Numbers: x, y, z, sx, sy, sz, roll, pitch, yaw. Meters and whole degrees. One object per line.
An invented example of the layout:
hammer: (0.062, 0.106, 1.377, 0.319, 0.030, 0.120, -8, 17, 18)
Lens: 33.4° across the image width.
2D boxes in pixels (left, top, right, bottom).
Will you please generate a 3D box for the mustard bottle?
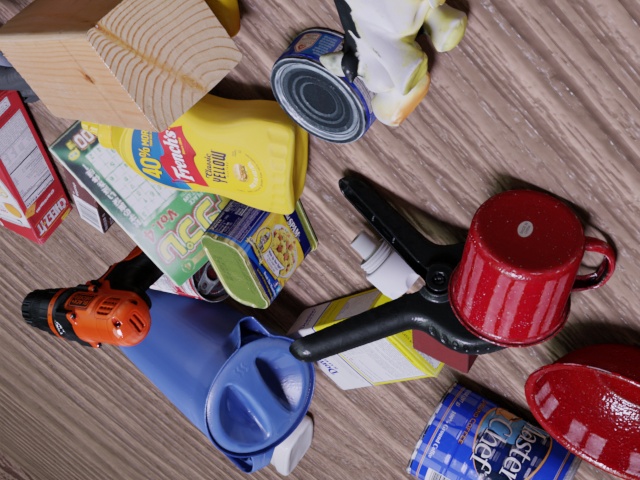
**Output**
mustard bottle: (-0.108, -0.083, 0.887, 0.192, 0.058, 0.096, 13, 137, 11)

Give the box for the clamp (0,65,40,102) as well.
clamp: (-0.265, -0.151, 1.010, 0.172, 0.039, 0.120, 6, -175, 27)

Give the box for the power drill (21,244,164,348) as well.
power drill: (-0.198, 0.025, 1.067, 0.185, 0.187, 0.057, 5, 141, 43)

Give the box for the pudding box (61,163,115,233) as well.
pudding box: (-0.200, -0.074, 1.023, 0.039, 0.090, 0.113, 31, 152, 14)

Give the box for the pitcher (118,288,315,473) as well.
pitcher: (-0.125, 0.135, 1.161, 0.144, 0.149, 0.243, 35, 175, -40)

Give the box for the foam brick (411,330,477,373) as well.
foam brick: (0.116, 0.059, 0.880, 0.053, 0.078, 0.051, 25, 149, 21)

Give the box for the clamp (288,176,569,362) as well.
clamp: (0.090, 0.028, 0.844, 0.210, 0.164, 0.036, 5, 155, 8)

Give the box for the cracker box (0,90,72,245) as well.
cracker box: (-0.386, -0.109, 1.201, 0.164, 0.072, 0.214, 24, 151, 23)

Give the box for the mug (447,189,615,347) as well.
mug: (0.156, 0.018, 0.775, 0.117, 0.093, 0.081, 2, 142, -1)

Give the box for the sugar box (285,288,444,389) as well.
sugar box: (0.045, 0.099, 1.057, 0.093, 0.048, 0.176, 44, 155, -14)

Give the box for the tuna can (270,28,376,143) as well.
tuna can: (0.006, -0.113, 0.789, 0.086, 0.033, 0.086, 28, 151, 17)

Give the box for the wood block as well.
wood block: (-0.164, -0.150, 0.826, 0.206, 0.090, 0.090, 16, 147, 55)

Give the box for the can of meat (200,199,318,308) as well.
can of meat: (-0.056, 0.001, 0.980, 0.058, 0.083, 0.102, 16, 146, 34)

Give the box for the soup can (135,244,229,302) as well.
soup can: (-0.143, 0.025, 1.131, 0.102, 0.068, 0.068, 8, 141, 43)

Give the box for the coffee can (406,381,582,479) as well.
coffee can: (0.169, 0.214, 1.030, 0.140, 0.102, 0.103, 28, 151, 17)

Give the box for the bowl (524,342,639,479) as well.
bowl: (0.250, 0.133, 0.863, 0.162, 0.055, 0.162, 28, 151, 17)
